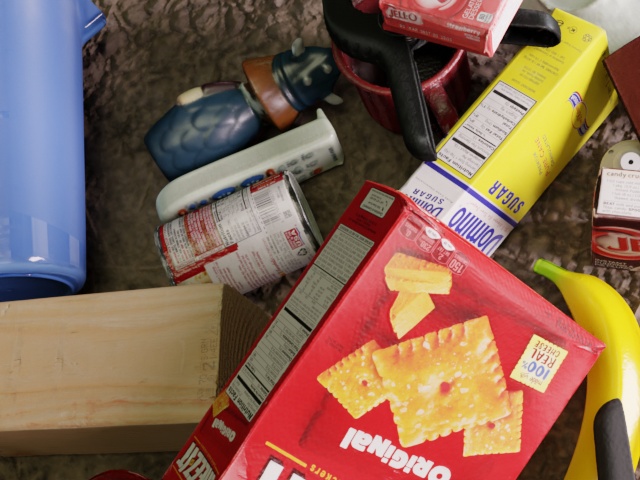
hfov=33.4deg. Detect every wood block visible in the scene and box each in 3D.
[{"bbox_3d":[-0.142,0.089,0.708,0.206,0.090,0.090,-6,68,20],"label":"wood block"}]

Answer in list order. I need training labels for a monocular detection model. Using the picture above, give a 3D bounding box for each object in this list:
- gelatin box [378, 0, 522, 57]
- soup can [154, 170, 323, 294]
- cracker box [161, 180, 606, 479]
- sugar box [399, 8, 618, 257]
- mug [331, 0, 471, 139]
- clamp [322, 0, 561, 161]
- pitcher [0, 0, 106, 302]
[{"bbox_3d":[0.087,-0.160,0.650,0.073,0.030,0.089,21,66,22],"label":"gelatin box"},{"bbox_3d":[-0.055,0.001,0.740,0.102,0.068,0.068,-24,67,5],"label":"soup can"},{"bbox_3d":[0.039,0.100,0.618,0.213,0.164,0.072,-56,23,-1],"label":"cracker box"},{"bbox_3d":[0.122,-0.056,0.699,0.048,0.093,0.176,34,83,31],"label":"sugar box"},{"bbox_3d":[0.067,-0.116,0.742,0.093,0.081,0.117,-32,66,2],"label":"mug"},{"bbox_3d":[0.052,-0.128,0.683,0.172,0.039,0.120,35,76,29],"label":"clamp"},{"bbox_3d":[-0.245,-0.074,0.784,0.149,0.144,0.243,-19,69,29],"label":"pitcher"}]
